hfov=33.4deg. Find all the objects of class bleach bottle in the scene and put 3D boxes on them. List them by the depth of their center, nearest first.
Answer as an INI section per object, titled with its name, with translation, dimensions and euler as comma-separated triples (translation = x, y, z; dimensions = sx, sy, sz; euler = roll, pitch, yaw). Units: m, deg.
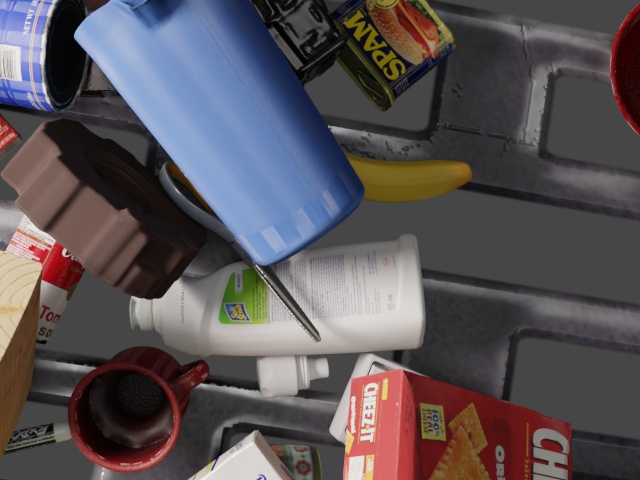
[bleach bottle]
translation = -0.038, 0.051, 0.931
dimensions = 0.251, 0.068, 0.102
euler = -2, 55, -1

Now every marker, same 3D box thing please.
[marker]
translation = -0.249, 0.171, 0.926
dimensions = 0.121, 0.020, 0.020
euler = -12, 88, -7

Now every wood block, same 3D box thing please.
[wood block]
translation = -0.276, 0.092, 0.825
dimensions = 0.090, 0.206, 0.090
euler = 19, 55, -6

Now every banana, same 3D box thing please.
[banana]
translation = 0.034, -0.069, 0.953
dimensions = 0.197, 0.037, 0.070
euler = 20, 123, -8

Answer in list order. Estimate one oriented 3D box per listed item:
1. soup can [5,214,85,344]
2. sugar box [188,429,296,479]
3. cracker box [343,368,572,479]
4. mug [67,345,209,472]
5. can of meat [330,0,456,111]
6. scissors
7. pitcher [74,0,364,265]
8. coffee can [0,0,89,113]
[soup can]
translation = -0.241, 0.029, 0.910
dimensions = 0.068, 0.068, 0.102
euler = 27, 85, -5
[sugar box]
translation = -0.094, 0.242, 0.862
dimensions = 0.176, 0.048, 0.093
euler = -36, 93, 2
[cracker box]
translation = 0.117, 0.210, 0.874
dimensions = 0.213, 0.072, 0.164
euler = 21, 64, -34
[mug]
translation = -0.146, 0.131, 0.897
dimensions = 0.117, 0.081, 0.093
euler = -30, 96, 8
[can of meat]
translation = 0.060, -0.183, 0.963
dimensions = 0.084, 0.057, 0.102
euler = -40, 93, -10
[scissors]
translation = -0.056, 0.001, 0.914
dimensions = 0.202, 0.096, 0.016
euler = 44, 117, 6
[pitcher]
translation = -0.072, -0.106, 0.859
dimensions = 0.243, 0.145, 0.149
euler = 55, 48, -7
[coffee can]
translation = -0.271, -0.164, 0.867
dimensions = 0.140, 0.103, 0.103
euler = 9, 86, 6
